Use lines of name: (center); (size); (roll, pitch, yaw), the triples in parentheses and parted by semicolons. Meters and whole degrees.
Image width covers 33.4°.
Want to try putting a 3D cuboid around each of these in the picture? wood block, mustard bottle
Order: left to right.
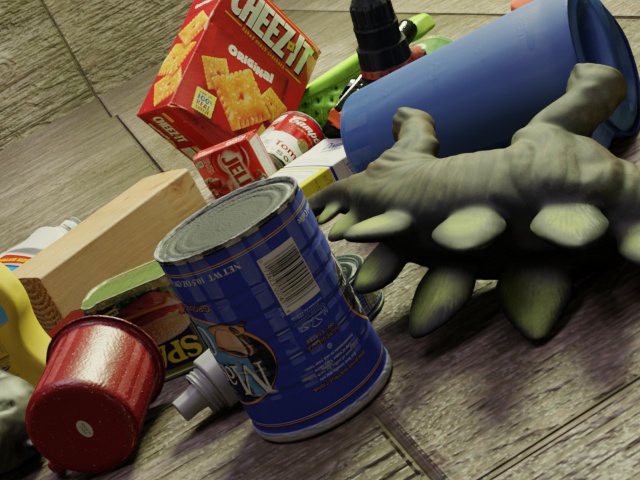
mustard bottle: (-0.288, 0.071, 0.907); (0.096, 0.191, 0.058); (-21, 19, 20)
wood block: (-0.210, 0.019, 1.096); (0.090, 0.091, 0.205); (-7, 28, 48)

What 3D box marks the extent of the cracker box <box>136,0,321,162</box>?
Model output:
cracker box: (-0.102, -0.189, 1.271); (0.072, 0.164, 0.213); (-6, 53, 45)

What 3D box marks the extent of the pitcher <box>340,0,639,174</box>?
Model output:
pitcher: (0.139, -0.108, 0.909); (0.243, 0.145, 0.149); (-19, 8, 35)

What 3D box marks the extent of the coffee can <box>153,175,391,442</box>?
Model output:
coffee can: (-0.029, 0.044, 0.691); (0.103, 0.140, 0.103); (-25, 18, 9)

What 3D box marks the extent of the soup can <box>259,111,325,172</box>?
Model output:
soup can: (-0.045, -0.094, 1.201); (0.069, 0.068, 0.102); (-16, 22, 33)

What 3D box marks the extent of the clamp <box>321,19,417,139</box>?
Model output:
clamp: (0.038, -0.155, 1.198); (0.165, 0.036, 0.209); (-54, 3, 33)

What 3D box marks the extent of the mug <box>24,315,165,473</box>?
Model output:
mug: (-0.173, 0.124, 0.787); (0.117, 0.093, 0.081); (-54, 13, 24)

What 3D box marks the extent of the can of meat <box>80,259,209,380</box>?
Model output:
can of meat: (-0.133, 0.065, 0.874); (0.102, 0.084, 0.057); (-22, 19, 16)

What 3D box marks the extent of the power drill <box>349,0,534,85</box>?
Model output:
power drill: (0.131, -0.180, 1.027); (0.187, 0.184, 0.057); (-18, 31, 2)

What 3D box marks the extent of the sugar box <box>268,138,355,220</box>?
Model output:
sugar box: (-0.025, -0.045, 1.078); (0.176, 0.048, 0.093); (-34, 20, -28)

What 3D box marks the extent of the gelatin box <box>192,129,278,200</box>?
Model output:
gelatin box: (-0.084, -0.066, 1.146); (0.073, 0.089, 0.030); (-18, 20, 26)
